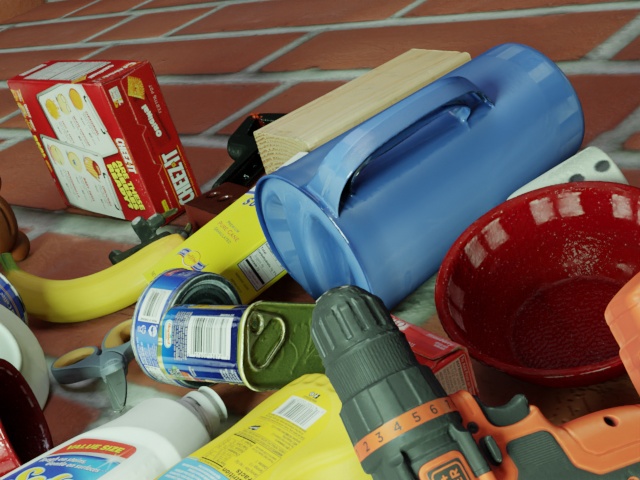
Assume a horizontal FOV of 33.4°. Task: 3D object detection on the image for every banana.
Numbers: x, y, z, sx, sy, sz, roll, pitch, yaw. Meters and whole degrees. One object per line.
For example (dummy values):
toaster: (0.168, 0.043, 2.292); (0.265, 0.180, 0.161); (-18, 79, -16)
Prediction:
banana: (-0.207, 0.036, 0.941); (0.198, 0.069, 0.037); (-5, -4, 20)

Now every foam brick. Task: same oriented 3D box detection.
foam brick: (-0.080, -0.017, 0.979); (0.052, 0.051, 0.078); (-30, 26, -26)

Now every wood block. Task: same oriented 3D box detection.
wood block: (0.052, -0.102, 1.023); (0.205, 0.091, 0.090); (-31, 27, -28)

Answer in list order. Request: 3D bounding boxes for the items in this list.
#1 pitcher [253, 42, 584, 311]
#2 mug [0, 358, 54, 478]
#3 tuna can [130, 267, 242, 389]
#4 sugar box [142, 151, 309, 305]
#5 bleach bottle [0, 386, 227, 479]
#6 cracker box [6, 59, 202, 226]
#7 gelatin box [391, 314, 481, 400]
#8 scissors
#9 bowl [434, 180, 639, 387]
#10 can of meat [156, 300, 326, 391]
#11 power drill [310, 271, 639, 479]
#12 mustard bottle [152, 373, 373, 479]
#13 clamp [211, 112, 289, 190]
pitcher: (0.081, -0.054, 0.791); (0.242, 0.145, 0.149); (-35, 19, -22)
mug: (-0.237, 0.129, 0.701); (0.081, 0.117, 0.093); (-23, 46, 0)
tuna can: (-0.094, 0.063, 0.771); (0.034, 0.086, 0.086); (5, 32, 38)
sugar box: (-0.056, 0.001, 0.877); (0.176, 0.048, 0.093); (-41, 29, -7)
bleach bottle: (-0.160, 0.162, 0.634); (0.103, 0.068, 0.250); (5, 30, 46)
cracker box: (-0.234, -0.111, 1.156); (0.072, 0.164, 0.214); (-36, 29, -31)
gelatin box: (0.059, 0.090, 0.598); (0.030, 0.089, 0.073); (-29, 26, -24)
scissors: (-0.169, 0.101, 0.792); (0.096, 0.016, 0.201); (-22, 13, 6)
bowl: (0.155, 0.036, 0.661); (0.162, 0.055, 0.162); (-15, 40, 13)
can of meat: (-0.048, 0.069, 0.724); (0.084, 0.057, 0.101); (-1, -4, 40)
power drill: (0.106, 0.079, 0.522); (0.187, 0.184, 0.057); (-22, -18, -16)
mustard bottle: (-0.051, 0.147, 0.589); (0.191, 0.058, 0.096); (-31, 28, -28)
clamp: (-0.042, -0.106, 1.166); (0.164, 0.036, 0.210); (-18, 23, 1)
